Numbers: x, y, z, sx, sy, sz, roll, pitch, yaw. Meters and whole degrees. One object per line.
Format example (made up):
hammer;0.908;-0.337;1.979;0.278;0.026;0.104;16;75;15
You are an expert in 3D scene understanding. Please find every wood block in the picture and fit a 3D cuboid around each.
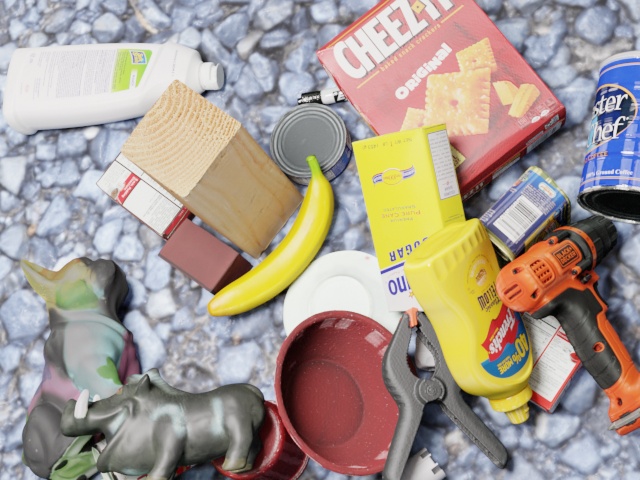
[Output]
wood block;-0.104;-0.066;1.081;0.091;0.206;0.090;35;85;22

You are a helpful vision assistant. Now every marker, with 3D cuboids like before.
marker;0.033;-0.164;1.173;0.121;0.020;0.020;-10;71;13

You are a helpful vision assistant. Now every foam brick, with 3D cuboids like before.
foam brick;-0.123;0.022;1.143;0.078;0.053;0.051;33;84;21

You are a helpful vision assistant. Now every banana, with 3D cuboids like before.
banana;-0.040;0.008;1.120;0.069;0.037;0.198;34;87;-16

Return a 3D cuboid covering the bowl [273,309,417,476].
bowl;0.017;0.152;1.035;0.161;0.055;0.162;11;65;-25

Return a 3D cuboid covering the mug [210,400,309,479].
mug;-0.063;0.210;1.051;0.093;0.081;0.117;-8;71;13

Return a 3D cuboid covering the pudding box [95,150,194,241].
pudding box;-0.183;-0.063;1.194;0.114;0.039;0.090;36;85;21

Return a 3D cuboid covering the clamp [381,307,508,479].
clamp;0.094;0.152;1.008;0.120;0.039;0.171;-17;75;-17

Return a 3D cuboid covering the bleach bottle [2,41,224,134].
bleach bottle;-0.236;-0.177;1.233;0.251;0.068;0.102;0;73;14

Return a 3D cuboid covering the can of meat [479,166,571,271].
can of meat;0.196;-0.015;1.036;0.084;0.102;0.057;-45;69;-3

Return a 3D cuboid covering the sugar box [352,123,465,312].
sugar box;0.093;-0.019;1.041;0.094;0.048;0.176;-7;96;45

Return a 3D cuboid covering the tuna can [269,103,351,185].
tuna can;-0.010;-0.103;1.159;0.086;0.033;0.086;-5;72;15

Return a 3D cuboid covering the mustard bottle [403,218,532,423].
mustard bottle;0.147;0.083;0.978;0.058;0.096;0.191;-12;108;44

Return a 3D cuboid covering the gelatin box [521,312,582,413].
gelatin box;0.215;0.110;1.030;0.073;0.030;0.089;32;85;24

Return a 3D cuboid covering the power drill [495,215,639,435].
power drill;0.263;0.071;0.982;0.188;0.184;0.057;53;136;11

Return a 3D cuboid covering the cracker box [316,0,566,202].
cracker box;0.123;-0.157;1.103;0.164;0.072;0.214;-38;76;3
